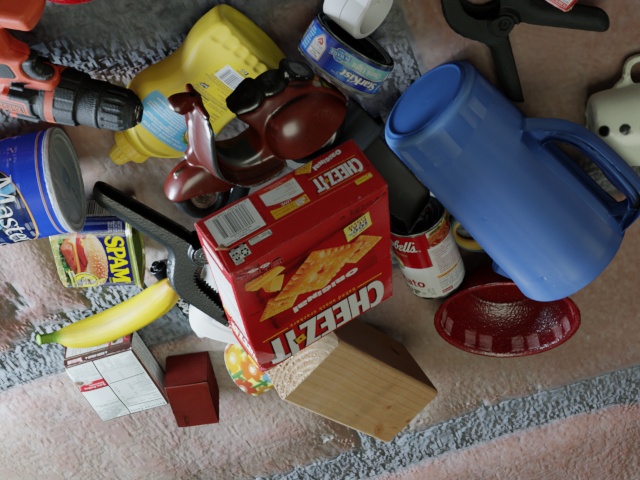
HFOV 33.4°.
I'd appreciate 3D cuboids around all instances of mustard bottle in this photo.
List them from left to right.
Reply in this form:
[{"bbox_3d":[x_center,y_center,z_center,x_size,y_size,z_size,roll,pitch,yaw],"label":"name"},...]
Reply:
[{"bbox_3d":[-0.127,-0.130,0.997,0.192,0.058,0.096,-35,133,23],"label":"mustard bottle"}]

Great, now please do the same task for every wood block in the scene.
[{"bbox_3d":[0.030,0.143,1.193,0.090,0.091,0.205,-46,138,11],"label":"wood block"}]

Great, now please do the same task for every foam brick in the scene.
[{"bbox_3d":[-0.153,0.178,1.276,0.053,0.051,0.078,-7,132,1],"label":"foam brick"}]

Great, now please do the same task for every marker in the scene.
[{"bbox_3d":[-0.157,0.065,1.196,0.020,0.020,0.121,-20,131,12],"label":"marker"}]

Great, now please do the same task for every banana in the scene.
[{"bbox_3d":[-0.218,0.084,1.176,0.198,0.037,0.069,-25,173,24],"label":"banana"}]

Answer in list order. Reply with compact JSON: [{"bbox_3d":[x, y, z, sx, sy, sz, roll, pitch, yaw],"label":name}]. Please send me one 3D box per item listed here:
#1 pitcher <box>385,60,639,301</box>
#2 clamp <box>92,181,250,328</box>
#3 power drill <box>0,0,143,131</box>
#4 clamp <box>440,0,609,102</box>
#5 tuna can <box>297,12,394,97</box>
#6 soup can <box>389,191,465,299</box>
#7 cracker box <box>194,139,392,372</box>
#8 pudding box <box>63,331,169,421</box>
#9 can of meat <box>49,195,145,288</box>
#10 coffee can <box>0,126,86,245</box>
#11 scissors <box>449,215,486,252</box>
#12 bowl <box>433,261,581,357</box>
[{"bbox_3d":[0.186,-0.064,1.035,0.242,0.145,0.149,41,90,-26],"label":"pitcher"},{"bbox_3d":[-0.126,0.004,1.063,0.164,0.036,0.210,-9,125,1],"label":"clamp"},{"bbox_3d":[-0.247,-0.158,0.896,0.184,0.057,0.188,12,157,4],"label":"power drill"},{"bbox_3d":[0.178,-0.209,0.972,0.120,0.039,0.171,-37,125,23],"label":"clamp"},{"bbox_3d":[0.024,-0.168,0.960,0.086,0.086,0.034,24,115,-25],"label":"tuna can"},{"bbox_3d":[0.112,0.005,1.138,0.068,0.068,0.102,-16,132,9],"label":"soup can"},{"bbox_3d":[-0.016,0.022,1.012,0.164,0.072,0.214,-29,151,-11],"label":"cracker box"},{"bbox_3d":[-0.239,0.159,1.259,0.090,0.039,0.113,-17,133,8],"label":"pudding box"},{"bbox_3d":[-0.230,0.003,1.106,0.084,0.057,0.102,-2,135,-2],"label":"can of meat"},{"bbox_3d":[-0.309,-0.045,1.024,0.140,0.103,0.103,-11,132,4],"label":"coffee can"},{"bbox_3d":[0.205,0.019,1.196,0.096,0.016,0.201,-16,131,10],"label":"scissors"},{"bbox_3d":[0.209,0.070,1.201,0.162,0.055,0.162,3,145,2],"label":"bowl"}]
